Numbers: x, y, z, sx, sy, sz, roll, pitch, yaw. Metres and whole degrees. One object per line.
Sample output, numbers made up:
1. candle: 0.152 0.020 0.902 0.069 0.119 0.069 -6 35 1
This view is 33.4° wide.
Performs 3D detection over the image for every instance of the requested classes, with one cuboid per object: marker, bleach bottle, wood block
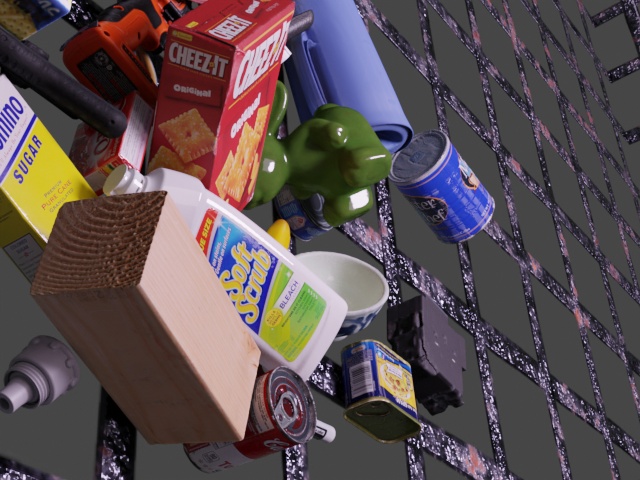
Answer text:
1. marker: -0.026 0.179 1.070 0.121 0.020 0.020 35 40 -46
2. bleach bottle: -0.089 0.025 0.926 0.250 0.068 0.102 40 77 -32
3. wood block: -0.127 0.066 0.825 0.206 0.090 0.090 66 25 -46

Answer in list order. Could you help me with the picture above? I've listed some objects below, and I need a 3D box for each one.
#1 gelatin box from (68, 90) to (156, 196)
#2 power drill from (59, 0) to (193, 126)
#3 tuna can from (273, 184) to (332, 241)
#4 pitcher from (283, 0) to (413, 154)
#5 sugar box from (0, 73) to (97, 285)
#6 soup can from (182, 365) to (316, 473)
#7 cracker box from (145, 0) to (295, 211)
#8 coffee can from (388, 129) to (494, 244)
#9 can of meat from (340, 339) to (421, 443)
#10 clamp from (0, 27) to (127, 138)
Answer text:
1. gelatin box: -0.186 -0.082 0.931 0.030 0.073 0.089 44 34 -35
2. power drill: -0.164 -0.183 1.040 0.184 0.057 0.187 48 30 -23
3. tuna can: -0.019 -0.044 1.252 0.086 0.034 0.086 42 35 -39
4. pitcher: 0.014 -0.215 1.351 0.144 0.149 0.243 -13 71 -19
5. sugar box: -0.230 -0.037 0.846 0.176 0.048 0.093 57 27 -19
6. soup can: -0.064 0.157 0.925 0.068 0.102 0.068 42 35 -39
7. cracker box: -0.095 -0.111 0.988 0.072 0.214 0.164 19 30 8
8. coffee can: 0.176 -0.077 1.558 0.140 0.103 0.102 48 32 -32
9. can of meat: 0.067 0.170 1.207 0.102 0.058 0.084 40 34 -42
10. clamp: -0.244 -0.144 0.891 0.171 0.120 0.039 38 79 -23
